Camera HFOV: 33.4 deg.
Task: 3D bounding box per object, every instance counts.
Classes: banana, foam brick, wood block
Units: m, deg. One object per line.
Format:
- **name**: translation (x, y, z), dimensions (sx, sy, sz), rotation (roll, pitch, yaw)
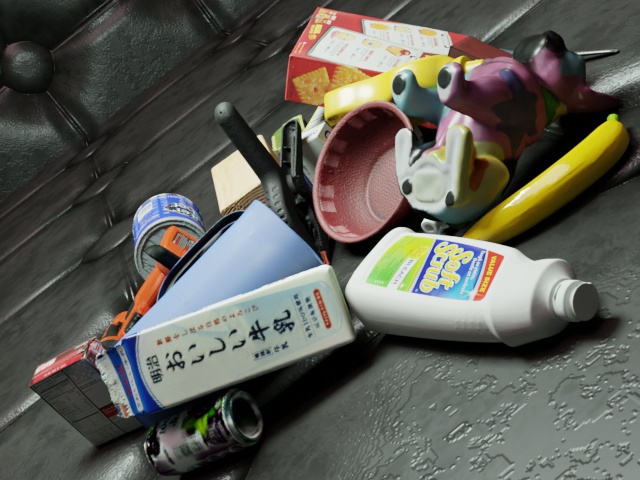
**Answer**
- **banana**: translation (0.214, -0.050, 0.976), dimensions (0.197, 0.037, 0.069), rotation (-38, -1, -5)
- **foam brick**: translation (0.188, -0.194, 1.232), dimensions (0.078, 0.053, 0.051), rotation (28, 36, 22)
- **wood block**: translation (-0.078, -0.058, 1.400), dimensions (0.090, 0.090, 0.206), rotation (-35, 20, 4)

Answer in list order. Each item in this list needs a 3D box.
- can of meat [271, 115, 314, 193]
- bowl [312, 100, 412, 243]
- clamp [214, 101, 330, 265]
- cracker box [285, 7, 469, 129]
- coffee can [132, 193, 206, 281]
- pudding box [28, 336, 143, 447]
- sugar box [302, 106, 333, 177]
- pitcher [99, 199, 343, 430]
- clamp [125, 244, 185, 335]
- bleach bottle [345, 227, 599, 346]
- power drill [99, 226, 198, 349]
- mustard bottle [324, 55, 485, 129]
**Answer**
- **can of meat**: translation (-0.020, -0.113, 1.435), dimensions (0.057, 0.084, 0.102), rotation (-34, 20, 8)
- **bowl**: translation (0.063, -0.070, 1.177), dimensions (0.162, 0.055, 0.162), rotation (-21, 61, 45)
- **clamp**: translation (-0.045, -0.063, 1.214), dimensions (0.036, 0.210, 0.164), rotation (-28, -21, 26)
- **cracker box**: translation (0.077, -0.217, 1.350), dimensions (0.214, 0.072, 0.164), rotation (12, 34, 6)
- **coffee can**: translation (-0.206, 0.001, 1.470), dimensions (0.103, 0.102, 0.140), rotation (-37, 20, 1)
- **pudding box**: translation (-0.244, 0.166, 1.156), dimensions (0.090, 0.113, 0.039), rotation (-26, 26, 28)
- **sugar box**: translation (0.030, -0.134, 1.385), dimensions (0.048, 0.093, 0.176), rotation (-26, 24, 29)
- **pitcher**: translation (-0.110, 0.079, 1.098), dimensions (0.242, 0.145, 0.149), rotation (-43, 2, -6)
- **clamp**: translation (-0.147, 0.066, 1.218), dimensions (0.039, 0.171, 0.120), rotation (43, 114, 40)
- **bleach bottle**: translation (0.129, 0.038, 0.885), dimensions (0.102, 0.068, 0.251), rotation (-47, 24, -24)
- **power drill**: translation (-0.212, 0.083, 1.282), dimensions (0.188, 0.057, 0.184), rotation (-54, 11, 15)
- **mustard bottle**: translation (0.104, -0.165, 1.207), dimensions (0.192, 0.096, 0.058), rotation (-16, 64, 36)
